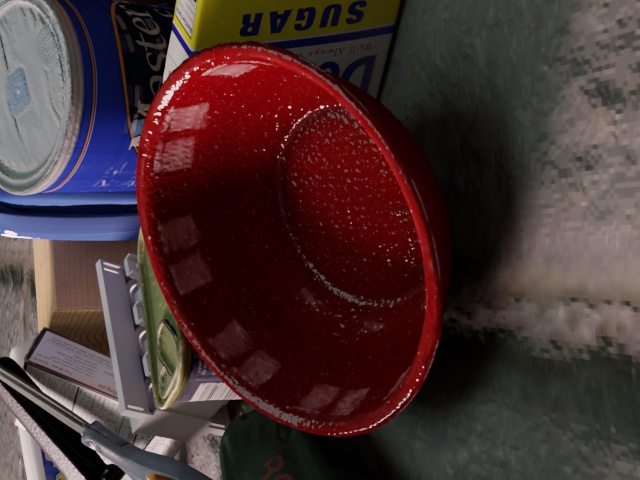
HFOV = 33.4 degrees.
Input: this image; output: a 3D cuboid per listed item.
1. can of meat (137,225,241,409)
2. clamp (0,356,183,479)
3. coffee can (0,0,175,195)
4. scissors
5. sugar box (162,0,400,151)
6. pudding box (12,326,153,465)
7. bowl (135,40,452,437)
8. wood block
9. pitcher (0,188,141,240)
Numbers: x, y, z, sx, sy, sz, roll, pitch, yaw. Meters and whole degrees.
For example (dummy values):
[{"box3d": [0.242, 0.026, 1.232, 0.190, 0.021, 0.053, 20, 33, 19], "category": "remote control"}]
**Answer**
[{"box3d": [-0.041, 0.030, 0.534, 0.058, 0.083, 0.102, 124, 141, -52], "category": "can of meat"}, {"box3d": [-0.160, 0.176, 0.773, 0.036, 0.165, 0.210, -50, -32, -56], "category": "clamp"}, {"box3d": [-0.101, -0.077, 0.573, 0.103, 0.140, 0.103, 4, 95, 45], "category": "coffee can"}, {"box3d": [-0.128, 0.136, 0.666, 0.016, 0.202, 0.096, -54, -22, -32], "category": "scissors"}, {"box3d": [-0.009, -0.124, 0.454, 0.048, 0.093, 0.176, -125, 41, -55], "category": "sugar box"}, {"box3d": [-0.172, 0.124, 0.808, 0.039, 0.113, 0.090, -70, 4, -46], "category": "pudding box"}, {"box3d": [-0.003, -0.005, 0.433, 0.162, 0.055, 0.162, 21, 123, 36], "category": "bowl"}, {"box3d": [-0.184, -0.016, 0.870, 0.090, 0.090, 0.206, 123, 141, -53], "category": "wood block"}, {"box3d": [-0.215, -0.058, 0.747, 0.149, 0.242, 0.145, 147, 119, -71], "category": "pitcher"}]
